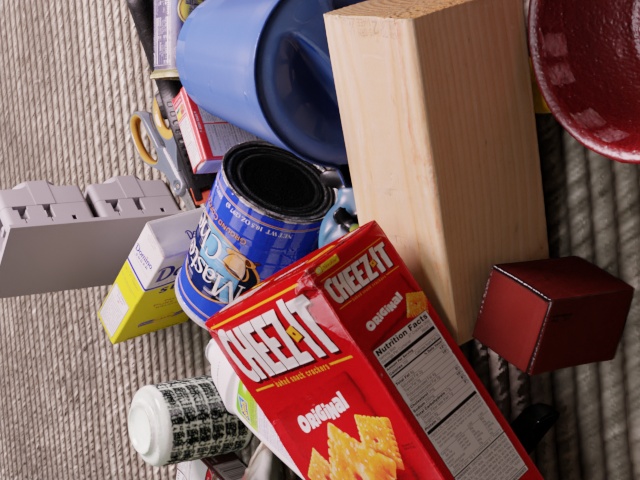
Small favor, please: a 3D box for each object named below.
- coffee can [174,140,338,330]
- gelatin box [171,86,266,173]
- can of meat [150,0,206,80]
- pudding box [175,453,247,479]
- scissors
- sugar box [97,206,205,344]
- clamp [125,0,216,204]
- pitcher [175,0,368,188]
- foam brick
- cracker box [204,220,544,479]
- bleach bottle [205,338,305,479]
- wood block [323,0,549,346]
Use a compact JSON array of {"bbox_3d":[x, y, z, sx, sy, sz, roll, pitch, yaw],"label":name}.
[{"bbox_3d":[-0.056,0.001,0.908,0.103,0.102,0.140,55,135,34],"label":"coffee can"},{"bbox_3d":[-0.077,-0.098,0.934,0.030,0.089,0.073,-40,63,51],"label":"gelatin box"},{"bbox_3d":[-0.098,-0.184,0.942,0.058,0.101,0.084,8,99,53],"label":"can of meat"},{"bbox_3d":[-0.106,0.257,1.073,0.114,0.039,0.090,32,121,50],"label":"pudding box"},{"bbox_3d":[-0.138,-0.075,1.086,0.202,0.016,0.096,51,128,30],"label":"scissors"},{"bbox_3d":[-0.147,0.034,1.040,0.048,0.093,0.176,61,143,16],"label":"sugar box"},{"bbox_3d":[-0.140,-0.139,1.030,0.164,0.036,0.210,-124,16,-79],"label":"clamp"},{"bbox_3d":[-0.028,-0.145,0.800,0.149,0.144,0.243,-60,26,-2],"label":"pitcher"},{"bbox_3d":[0.144,0.045,0.659,0.051,0.078,0.053,35,121,47],"label":"foam brick"},{"bbox_3d":[0.031,0.112,0.706,0.213,0.072,0.164,57,147,-2],"label":"cracker box"},{"bbox_3d":[-0.029,0.133,0.927,0.251,0.067,0.102,28,117,52],"label":"bleach bottle"},{"bbox_3d":[0.078,-0.052,0.682,0.090,0.090,0.206,19,126,52],"label":"wood block"}]
